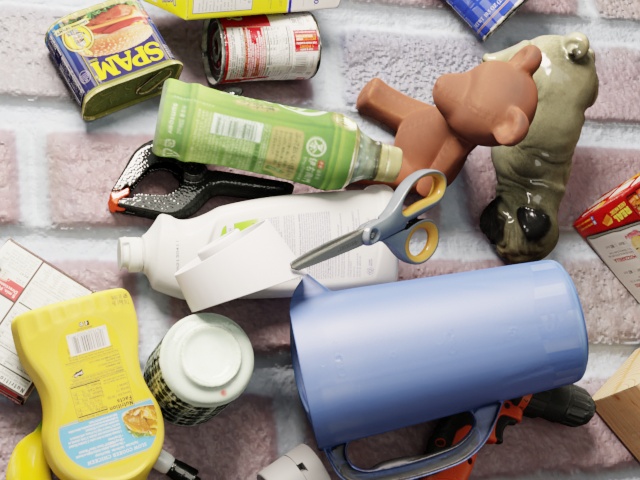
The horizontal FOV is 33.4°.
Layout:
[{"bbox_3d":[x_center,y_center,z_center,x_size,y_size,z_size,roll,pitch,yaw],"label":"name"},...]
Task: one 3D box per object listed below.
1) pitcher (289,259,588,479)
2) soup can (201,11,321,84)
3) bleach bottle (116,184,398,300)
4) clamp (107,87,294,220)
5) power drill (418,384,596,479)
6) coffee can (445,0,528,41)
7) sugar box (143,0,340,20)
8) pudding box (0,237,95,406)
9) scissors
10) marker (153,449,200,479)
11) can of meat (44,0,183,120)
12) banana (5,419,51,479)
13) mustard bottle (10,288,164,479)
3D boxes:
[{"bbox_3d":[0.099,0.101,0.909,0.243,0.149,0.145,-11,36,-1],"label":"pitcher"},{"bbox_3d":[-0.057,-0.187,1.034,0.102,0.069,0.068,-6,73,-22],"label":"soup can"},{"bbox_3d":[-0.056,0.001,0.965,0.250,0.068,0.102,-1,87,-18],"label":"bleach bottle"},{"bbox_3d":[-0.119,-0.075,0.989,0.171,0.039,0.120,-15,71,-23],"label":"clamp"},{"bbox_3d":[0.158,0.192,0.980,0.184,0.057,0.187,20,63,-7],"label":"power drill"},{"bbox_3d":[0.162,-0.297,1.131,0.140,0.103,0.102,46,63,1],"label":"coffee can"},{"bbox_3d":[-0.074,-0.245,1.019,0.175,0.093,0.048,-10,119,-35],"label":"sugar box"},{"bbox_3d":[-0.255,0.067,0.890,0.090,0.039,0.113,34,66,-8],"label":"pudding box"},{"bbox_3d":[0.049,0.007,0.930,0.201,0.016,0.096,-39,129,-35],"label":"scissors"},{"bbox_3d":[-0.154,0.173,0.897,0.121,0.020,0.020,33,64,-6],"label":"marker"},{"bbox_3d":[-0.193,-0.171,0.988,0.102,0.058,0.084,-26,78,-26],"label":"can of meat"},{"bbox_3d":[-0.201,0.234,0.848,0.069,0.037,0.198,-22,80,-24],"label":"banana"},{"bbox_3d":[-0.177,0.141,0.853,0.096,0.058,0.191,-14,87,-31],"label":"mustard bottle"}]
